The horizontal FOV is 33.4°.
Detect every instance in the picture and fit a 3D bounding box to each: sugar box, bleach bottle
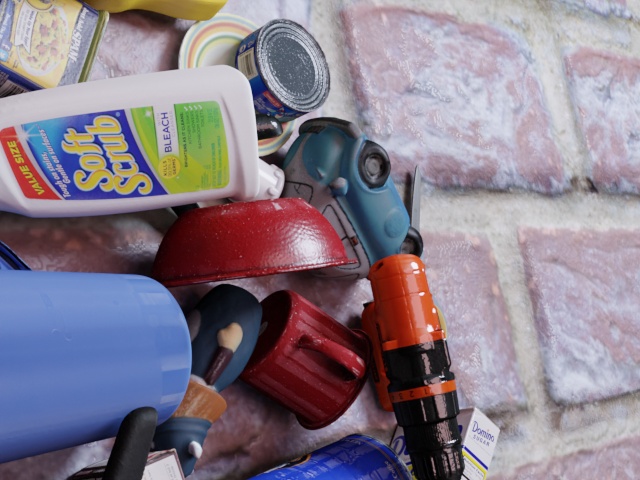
[{"bbox_3d":[0.086,0.229,0.912,0.048,0.094,0.176,42,50,-27],"label":"sugar box"},{"bbox_3d":[-0.169,-0.055,0.732,0.250,0.068,0.102,-14,114,-25],"label":"bleach bottle"}]

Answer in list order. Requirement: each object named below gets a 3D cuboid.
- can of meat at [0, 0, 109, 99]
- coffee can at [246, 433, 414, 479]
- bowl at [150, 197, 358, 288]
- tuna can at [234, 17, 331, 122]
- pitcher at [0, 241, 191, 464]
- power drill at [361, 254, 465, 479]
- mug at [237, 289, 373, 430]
[{"bbox_3d":[-0.210,-0.141,0.768,0.083,0.058,0.102,29,58,-33],"label":"can of meat"},{"bbox_3d":[-0.006,0.217,0.817,0.140,0.103,0.103,-13,86,-46],"label":"coffee can"},{"bbox_3d":[-0.055,0.001,0.794,0.161,0.162,0.055,-6,89,-45],"label":"bowl"},{"bbox_3d":[-0.033,-0.147,0.929,0.086,0.034,0.086,18,64,-40],"label":"tuna can"},{"bbox_3d":[-0.205,0.068,0.662,0.242,0.145,0.149,0,102,-48],"label":"pitcher"},{"bbox_3d":[0.076,0.109,0.886,0.057,0.187,0.184,-10,84,-3],"label":"power drill"},{"bbox_3d":[-0.012,0.092,0.848,0.081,0.117,0.093,36,71,-25],"label":"mug"}]
